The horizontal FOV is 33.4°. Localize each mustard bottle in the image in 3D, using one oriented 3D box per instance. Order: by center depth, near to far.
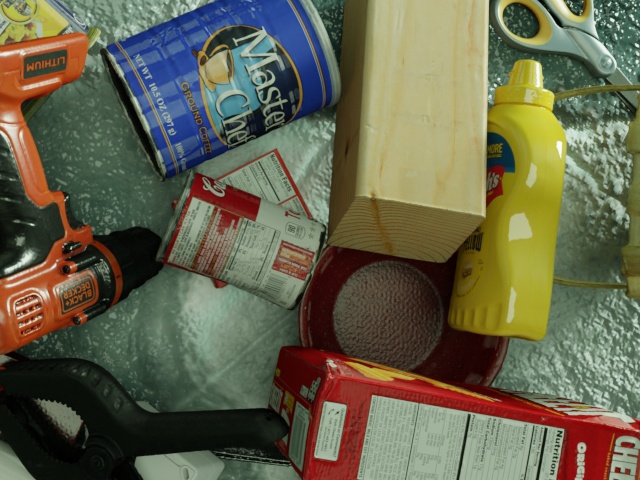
[{"bbox_3d":[0.132,-0.029,0.737,0.058,0.096,0.191,9,87,-12],"label":"mustard bottle"}]

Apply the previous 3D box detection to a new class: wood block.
[{"bbox_3d":[0.063,-0.100,0.757,0.090,0.091,0.206,9,67,-10],"label":"wood block"}]

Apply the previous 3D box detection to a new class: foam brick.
[{"bbox_3d":[-0.203,0.114,0.748,0.078,0.051,0.053,28,82,-9],"label":"foam brick"}]

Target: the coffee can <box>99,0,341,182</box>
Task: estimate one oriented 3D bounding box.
[{"bbox_3d":[-0.070,-0.116,0.756,0.140,0.103,0.103,-26,93,-11],"label":"coffee can"}]

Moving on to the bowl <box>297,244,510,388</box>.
[{"bbox_3d":[0.058,0.059,0.799,0.162,0.055,0.162,0,88,-11],"label":"bowl"}]

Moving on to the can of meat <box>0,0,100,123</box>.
[{"bbox_3d":[-0.219,-0.135,0.739,0.084,0.058,0.102,42,81,-26],"label":"can of meat"}]

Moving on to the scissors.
[{"bbox_3d":[0.207,-0.139,0.856,0.096,0.016,0.202,-28,93,-9],"label":"scissors"}]

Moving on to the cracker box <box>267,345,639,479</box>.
[{"bbox_3d":[0.082,0.123,0.689,0.213,0.164,0.072,11,88,-10],"label":"cracker box"}]

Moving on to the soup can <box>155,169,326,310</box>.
[{"bbox_3d":[-0.055,0.001,0.741,0.102,0.068,0.068,21,84,-9],"label":"soup can"}]

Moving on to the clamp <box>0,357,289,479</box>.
[{"bbox_3d":[-0.125,0.128,0.677,0.210,0.036,0.165,34,113,11],"label":"clamp"}]

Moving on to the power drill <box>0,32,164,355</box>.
[{"bbox_3d":[-0.172,-0.037,0.694,0.057,0.184,0.187,-3,104,27],"label":"power drill"}]

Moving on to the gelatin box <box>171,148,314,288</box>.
[{"bbox_3d":[-0.055,-0.016,0.793,0.089,0.030,0.073,-28,92,-10],"label":"gelatin box"}]
